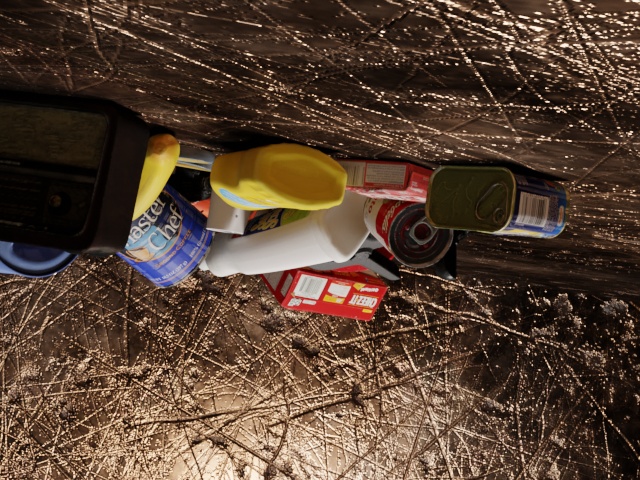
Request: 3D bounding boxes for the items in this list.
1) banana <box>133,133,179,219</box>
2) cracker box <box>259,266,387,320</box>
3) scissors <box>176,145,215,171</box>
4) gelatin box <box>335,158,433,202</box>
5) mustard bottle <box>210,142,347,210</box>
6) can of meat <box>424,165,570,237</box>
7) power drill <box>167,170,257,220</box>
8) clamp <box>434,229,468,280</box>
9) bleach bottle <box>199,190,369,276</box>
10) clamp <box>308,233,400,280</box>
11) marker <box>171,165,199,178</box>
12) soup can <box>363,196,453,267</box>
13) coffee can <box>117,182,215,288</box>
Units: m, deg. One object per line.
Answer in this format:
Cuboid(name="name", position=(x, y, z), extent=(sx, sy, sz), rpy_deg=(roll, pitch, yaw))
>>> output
Cuboid(name="banana", position=(-0.174, -0.064, 1.086), extent=(0.037, 0.069, 0.198), rpy_deg=(26, 145, -12))
Cuboid(name="cracker box", position=(-0.023, 0.026, 1.589), extent=(0.163, 0.072, 0.214), rpy_deg=(11, -155, -35))
Cuboid(name="scissors", position=(-0.199, -0.099, 1.128), extent=(0.201, 0.016, 0.096), rpy_deg=(10, 175, -27))
Cuboid(name="gelatin box", position=(0.068, -0.056, 1.029), extent=(0.089, 0.030, 0.073), rpy_deg=(7, 177, 38))
Cuboid(name="mustard bottle", position=(-0.056, -0.060, 1.053), extent=(0.096, 0.058, 0.192), rpy_deg=(11, 176, -25))
Cuboid(name="can of meat", position=(0.160, -0.033, 0.961), extent=(0.083, 0.057, 0.102), rpy_deg=(8, 179, -40))
Cuboid(name="power drill", position=(-0.153, -0.056, 1.384), extent=(0.185, 0.057, 0.187), rpy_deg=(3, 169, 43))
Cuboid(name="clamp", position=(0.150, -0.020, 1.150), extent=(0.120, 0.039, 0.171), rpy_deg=(-33, -158, -3))
Cuboid(name="bleach bottle", position=(-0.058, 0.002, 1.249), extent=(0.251, 0.068, 0.102), rpy_deg=(-16, -156, 40))
Cuboid(name="clamp", position=(0.056, 0.001, 1.340), extent=(0.209, 0.036, 0.165), rpy_deg=(4, 147, -33))
Cuboid(name="marker", position=(-0.202, -0.091, 1.252), extent=(0.121, 0.020, 0.020), rpy_deg=(9, 177, -8))
Cuboid(name="soup can", position=(0.089, -0.019, 1.109), extent=(0.068, 0.068, 0.102), rpy_deg=(9, -167, -16))
Cuboid(name="coffee can", position=(-0.205, -0.025, 1.228), extent=(0.103, 0.102, 0.140), rpy_deg=(5, 149, 50))
